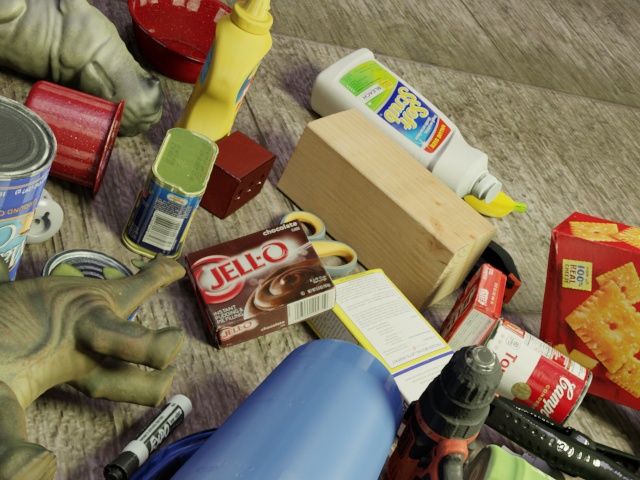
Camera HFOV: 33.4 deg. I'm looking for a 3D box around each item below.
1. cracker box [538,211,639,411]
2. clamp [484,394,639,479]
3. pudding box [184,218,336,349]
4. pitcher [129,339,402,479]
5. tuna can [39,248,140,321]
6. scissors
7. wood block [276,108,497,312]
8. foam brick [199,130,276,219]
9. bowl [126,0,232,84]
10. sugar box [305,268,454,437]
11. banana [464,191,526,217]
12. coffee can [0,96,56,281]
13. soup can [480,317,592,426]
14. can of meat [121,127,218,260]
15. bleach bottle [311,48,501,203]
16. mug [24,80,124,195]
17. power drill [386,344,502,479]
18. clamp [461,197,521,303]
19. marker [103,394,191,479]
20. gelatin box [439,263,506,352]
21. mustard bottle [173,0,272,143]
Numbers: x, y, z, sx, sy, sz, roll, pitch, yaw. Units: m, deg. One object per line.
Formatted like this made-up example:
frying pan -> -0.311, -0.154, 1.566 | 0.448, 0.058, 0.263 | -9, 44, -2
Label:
cracker box -> 0.318, 0.080, 1.009 | 0.214, 0.164, 0.072 | 18, 29, 31
clamp -> 0.222, 0.184, 0.932 | 0.210, 0.036, 0.164 | 28, 4, -1
pudding box -> -0.054, 0.037, 0.945 | 0.113, 0.039, 0.090 | -17, 52, -15
pitcher -> -0.035, 0.169, 0.763 | 0.149, 0.145, 0.242 | 43, 32, 0
tuna can -> -0.191, 0.047, 0.877 | 0.086, 0.034, 0.086 | 18, 36, -14
scissors -> -0.057, 0.001, 1.043 | 0.201, 0.016, 0.096 | 5, 39, -29
wood block -> 0.067, -0.035, 1.108 | 0.206, 0.091, 0.090 | 42, 37, 19
foam brick -> -0.090, -0.067, 1.073 | 0.051, 0.053, 0.078 | 35, 36, 9
bowl -> -0.153, -0.230, 1.234 | 0.162, 0.055, 0.162 | 18, 36, -14
sugar box -> 0.070, 0.107, 0.972 | 0.093, 0.048, 0.176 | -14, 56, -42
banana -> 0.155, -0.083, 1.282 | 0.198, 0.037, 0.069 | 39, 18, 12
coffee can -> -0.272, -0.030, 0.824 | 0.102, 0.140, 0.103 | 18, 36, -14
soup can -> 0.196, 0.126, 1.013 | 0.102, 0.069, 0.068 | 32, 35, 5
can of meat -> -0.137, -0.044, 0.985 | 0.057, 0.084, 0.102 | 22, 36, -10
bleach bottle -> 0.109, -0.126, 1.239 | 0.251, 0.068, 0.102 | 38, 53, 26
mug -> -0.235, -0.099, 0.996 | 0.081, 0.093, 0.117 | 17, 5, -8
power drill -> 0.100, 0.192, 0.780 | 0.057, 0.185, 0.187 | 6, 48, -10
clamp -> 0.162, -0.001, 1.178 | 0.120, 0.039, 0.172 | -22, 58, -44
marker -> -0.126, 0.147, 0.786 | 0.020, 0.020, 0.121 | 32, 23, 5
gelatin box -> 0.142, 0.076, 1.020 | 0.030, 0.089, 0.073 | 28, 35, -1
mustard bottle -> -0.095, -0.167, 1.075 | 0.058, 0.192, 0.096 | 24, 35, -6
